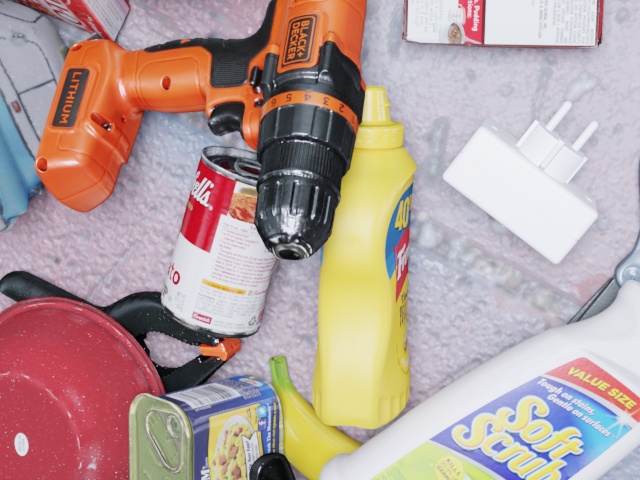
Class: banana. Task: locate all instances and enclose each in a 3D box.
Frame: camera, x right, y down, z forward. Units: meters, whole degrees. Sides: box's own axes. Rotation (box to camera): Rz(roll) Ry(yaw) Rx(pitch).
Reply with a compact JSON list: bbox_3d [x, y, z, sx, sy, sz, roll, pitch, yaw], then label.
[{"bbox_3d":[0.045,0.143,0.686,0.198,0.037,0.070,22,107,8],"label":"banana"}]

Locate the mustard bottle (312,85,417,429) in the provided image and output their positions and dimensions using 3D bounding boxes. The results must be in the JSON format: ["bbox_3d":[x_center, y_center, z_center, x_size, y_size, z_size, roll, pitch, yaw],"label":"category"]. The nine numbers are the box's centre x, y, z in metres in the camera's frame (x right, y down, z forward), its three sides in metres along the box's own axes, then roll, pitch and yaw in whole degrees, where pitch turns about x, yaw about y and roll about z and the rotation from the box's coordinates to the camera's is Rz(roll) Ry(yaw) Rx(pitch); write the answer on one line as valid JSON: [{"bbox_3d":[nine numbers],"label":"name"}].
[{"bbox_3d":[0.026,0.006,0.627,0.058,0.096,0.192,4,104,13],"label":"mustard bottle"}]

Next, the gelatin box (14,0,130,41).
[{"bbox_3d":[-0.161,-0.156,0.637,0.073,0.089,0.030,24,84,6],"label":"gelatin box"}]

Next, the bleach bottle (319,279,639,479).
[{"bbox_3d":[0.126,0.098,0.620,0.251,0.068,0.102,-40,87,8],"label":"bleach bottle"}]

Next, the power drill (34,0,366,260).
[{"bbox_3d":[-0.065,-0.064,0.599,0.188,0.184,0.057,-6,146,23],"label":"power drill"}]

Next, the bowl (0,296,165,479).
[{"bbox_3d":[-0.179,0.120,0.689,0.162,0.055,0.162,5,103,20],"label":"bowl"}]

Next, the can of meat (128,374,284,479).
[{"bbox_3d":[-0.069,0.139,0.669,0.058,0.083,0.102,9,102,43],"label":"can of meat"}]

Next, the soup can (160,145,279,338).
[{"bbox_3d":[-0.054,0.001,0.660,0.068,0.068,0.102,21,107,8],"label":"soup can"}]

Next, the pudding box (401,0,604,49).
[{"bbox_3d":[0.103,-0.154,0.602,0.113,0.039,0.090,3,103,11],"label":"pudding box"}]

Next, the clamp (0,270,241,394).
[{"bbox_3d":[-0.140,0.066,0.713,0.172,0.039,0.120,-14,102,17],"label":"clamp"}]
